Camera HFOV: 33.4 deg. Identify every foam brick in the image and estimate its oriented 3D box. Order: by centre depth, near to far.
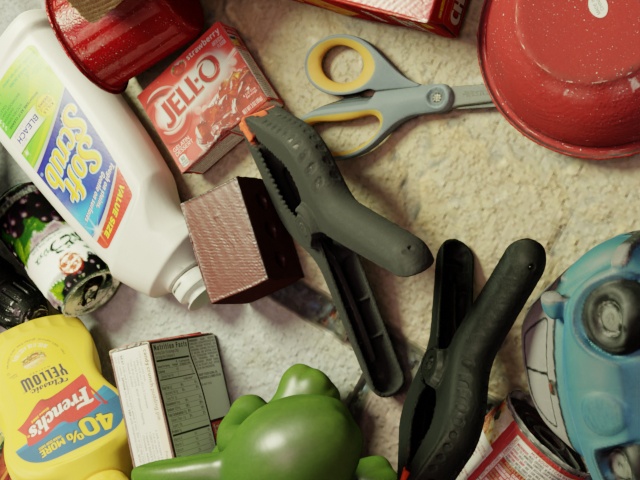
[{"bbox_3d":[-0.055,0.001,0.751,0.051,0.052,0.078,-23,80,24],"label":"foam brick"}]

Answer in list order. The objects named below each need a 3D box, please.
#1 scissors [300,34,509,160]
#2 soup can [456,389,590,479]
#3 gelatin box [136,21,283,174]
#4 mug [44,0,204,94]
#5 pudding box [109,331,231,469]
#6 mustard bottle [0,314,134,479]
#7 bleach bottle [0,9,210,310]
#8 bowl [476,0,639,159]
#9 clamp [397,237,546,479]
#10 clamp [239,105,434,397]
[{"bbox_3d":[0.068,-0.111,0.713,0.202,0.016,0.096,-17,82,25],"label":"scissors"},{"bbox_3d":[0.109,0.152,0.660,0.068,0.068,0.102,46,108,19],"label":"soup can"},{"bbox_3d":[-0.082,-0.102,0.779,0.089,0.030,0.073,-37,74,21],"label":"gelatin box"},{"bbox_3d":[-0.140,-0.175,0.785,0.082,0.093,0.117,-27,41,18],"label":"mug"},{"bbox_3d":[-0.099,0.124,0.751,0.039,0.089,0.113,-18,82,24],"label":"pudding box"},{"bbox_3d":[-0.180,0.135,0.759,0.192,0.096,0.058,47,151,41],"label":"mustard bottle"},{"bbox_3d":[-0.158,-0.054,0.799,0.251,0.068,0.103,48,109,17],"label":"bleach bottle"},{"bbox_3d":[0.166,-0.132,0.635,0.162,0.055,0.162,-3,84,22],"label":"bowl"},{"bbox_3d":[0.080,0.073,0.653,0.039,0.120,0.171,21,93,-9],"label":"clamp"},{"bbox_3d":[0.007,-0.015,0.690,0.036,0.165,0.210,-22,66,-19],"label":"clamp"}]
